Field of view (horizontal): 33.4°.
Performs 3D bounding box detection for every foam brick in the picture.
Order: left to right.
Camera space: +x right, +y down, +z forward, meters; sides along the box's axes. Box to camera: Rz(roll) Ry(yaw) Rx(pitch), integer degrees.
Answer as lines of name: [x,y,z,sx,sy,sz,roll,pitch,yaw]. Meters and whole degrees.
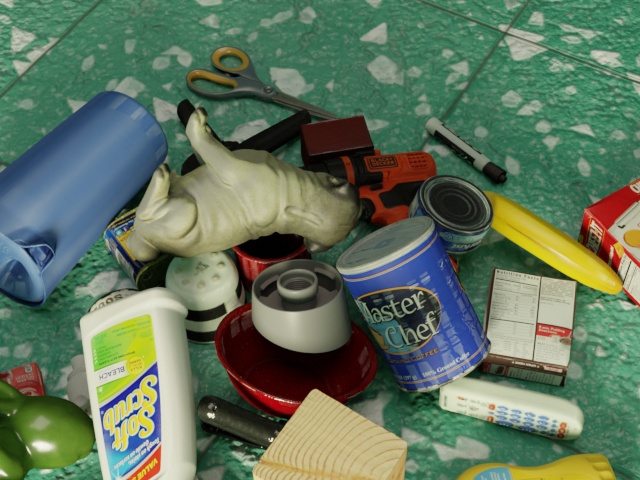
foam brick: [0.019,-0.105,1.236,0.078,0.053,0.051,-10,54,-5]

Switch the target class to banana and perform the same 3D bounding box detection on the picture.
banana: [0.233,-0.006,1.138,0.198,0.069,0.037,36,105,28]

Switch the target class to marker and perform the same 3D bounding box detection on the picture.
marker: [0.171,-0.104,1.251,0.020,0.020,0.121,-36,60,-22]

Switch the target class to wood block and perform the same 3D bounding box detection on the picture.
wood block: [0.009,0.227,0.897,0.091,0.206,0.090,29,60,20]

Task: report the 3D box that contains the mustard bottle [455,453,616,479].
mustard bottle: [0.173,0.248,0.966,0.191,0.058,0.096,-4,55,-1]

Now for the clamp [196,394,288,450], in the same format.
clamp: [-0.041,0.188,1.010,0.171,0.120,0.039,24,79,-7]

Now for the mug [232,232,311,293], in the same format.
mug: [-0.057,0.001,1.142,0.093,0.081,0.117,-30,58,-19]

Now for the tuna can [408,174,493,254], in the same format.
tuna can: [0.138,-0.029,1.122,0.086,0.034,0.086,11,47,-12]

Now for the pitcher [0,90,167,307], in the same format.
pitcher: [-0.286,-0.054,1.174,0.149,0.145,0.242,33,56,9]

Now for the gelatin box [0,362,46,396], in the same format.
gelatin box: [-0.316,0.169,1.060,0.089,0.030,0.073,-17,55,-10]

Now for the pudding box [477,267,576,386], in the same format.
pudding box: [0.213,0.087,1.097,0.090,0.039,0.113,9,53,8]

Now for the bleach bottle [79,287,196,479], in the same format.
bleach bottle: [-0.150,0.175,0.956,0.103,0.068,0.251,-21,64,12]

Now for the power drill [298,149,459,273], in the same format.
power drill: [0.058,-0.019,1.160,0.184,0.057,0.188,-9,55,-12]

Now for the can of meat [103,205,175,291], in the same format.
can of meat: [-0.174,0.004,1.161,0.102,0.057,0.084,-31,57,-19]

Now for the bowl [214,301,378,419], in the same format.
bowl: [-0.027,0.125,1.047,0.162,0.055,0.162,9,32,-6]

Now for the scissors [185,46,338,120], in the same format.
scissors: [-0.067,-0.198,1.330,0.202,0.016,0.096,10,54,9]

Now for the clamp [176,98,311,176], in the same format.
clamp: [-0.114,-0.099,1.230,0.165,0.036,0.209,10,41,12]

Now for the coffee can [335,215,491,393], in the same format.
coffee can: [0.091,0.061,1.037,0.103,0.140,0.103,-26,13,6]
